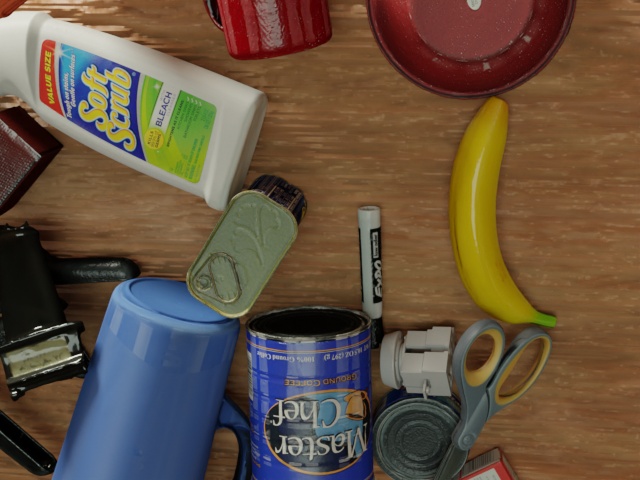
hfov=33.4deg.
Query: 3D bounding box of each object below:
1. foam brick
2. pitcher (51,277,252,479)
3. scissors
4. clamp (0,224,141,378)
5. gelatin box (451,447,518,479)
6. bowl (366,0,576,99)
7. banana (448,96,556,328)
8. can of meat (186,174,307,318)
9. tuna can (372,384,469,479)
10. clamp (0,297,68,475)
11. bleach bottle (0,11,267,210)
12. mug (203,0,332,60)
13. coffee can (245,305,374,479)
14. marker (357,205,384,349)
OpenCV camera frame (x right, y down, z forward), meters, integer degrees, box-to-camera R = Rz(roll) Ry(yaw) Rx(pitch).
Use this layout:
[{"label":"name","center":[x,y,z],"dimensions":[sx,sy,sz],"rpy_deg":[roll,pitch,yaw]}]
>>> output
[{"label":"foam brick","center":[-0.262,-0.064,0.884],"dimensions":[0.051,0.053,0.078],"rpy_deg":[42,105,-5]},{"label":"pitcher","center":[-0.139,0.162,0.896],"dimensions":[0.145,0.149,0.243],"rpy_deg":[26,106,31]},{"label":"scissors","center":[0.109,0.144,0.859],"dimensions":[0.096,0.016,0.202],"rpy_deg":[38,92,-33]},{"label":"clamp","center":[-0.249,0.047,0.921],"dimensions":[0.171,0.039,0.120],"rpy_deg":[19,103,3]},{"label":"gelatin box","center":[0.133,0.230,0.920],"dimensions":[0.089,0.030,0.073],"rpy_deg":[-28,101,14]},{"label":"bowl","center":[0.112,-0.182,0.797],"dimensions":[0.162,0.055,0.162],"rpy_deg":[2,106,7]},{"label":"banana","center":[0.135,-0.013,0.853],"dimensions":[0.069,0.037,0.198],"rpy_deg":[-20,107,-17]},{"label":"can of meat","center":[-0.056,0.001,0.856],"dimensions":[0.057,0.084,0.102],"rpy_deg":[32,107,-2]},{"label":"tuna can","center":[0.085,0.165,0.907],"dimensions":[0.086,0.033,0.086],"rpy_deg":[2,105,7]},{"label":"clamp","center":[-0.316,0.123,0.913],"dimensions":[0.210,0.036,0.164],"rpy_deg":[1,106,3]},{"label":"bleach bottle","center":[-0.174,-0.113,0.854],"dimensions":[0.251,0.068,0.103],"rpy_deg":[20,106,5]},{"label":"mug","center":[-0.046,-0.184,0.809],"dimensions":[0.117,0.093,0.081],"rpy_deg":[5,114,39]},{"label":"coffee can","center":[-0.008,0.133,0.870],"dimensions":[0.103,0.102,0.140],"rpy_deg":[0,101,8]},{"label":"marker","center":[0.042,0.032,0.884],"dimensions":[0.020,0.020,0.121],"rpy_deg":[0,105,8]}]
